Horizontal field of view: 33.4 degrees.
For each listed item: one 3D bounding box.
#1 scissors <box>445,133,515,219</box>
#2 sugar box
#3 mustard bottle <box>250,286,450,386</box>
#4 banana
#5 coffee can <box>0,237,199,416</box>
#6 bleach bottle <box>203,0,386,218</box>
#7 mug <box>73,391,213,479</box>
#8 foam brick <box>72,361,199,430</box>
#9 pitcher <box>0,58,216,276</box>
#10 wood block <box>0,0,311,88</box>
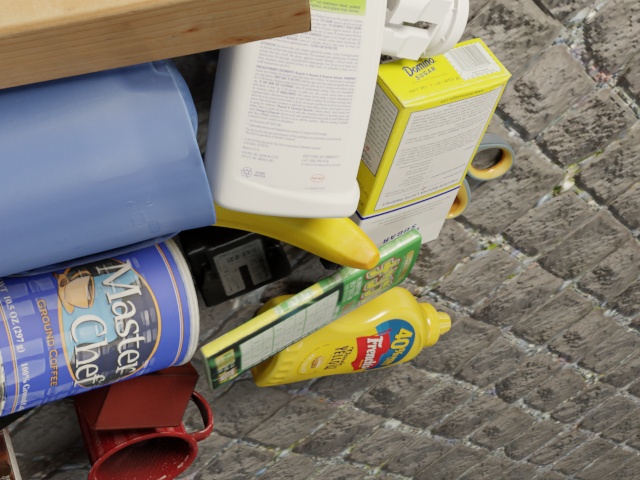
[{"bbox_3d":[0.097,-0.081,0.816,0.096,0.016,0.201,-28,145,0],"label":"scissors"},{"bbox_3d":[0.062,-0.057,0.759,0.093,0.048,0.176,-18,151,-28],"label":"sugar box"},{"bbox_3d":[0.034,0.081,0.949,0.191,0.058,0.096,-4,139,-30],"label":"mustard bottle"},{"bbox_3d":[-0.058,-0.015,0.730,0.198,0.069,0.037,4,147,-1],"label":"banana"},{"bbox_3d":[-0.168,0.053,0.725,0.140,0.103,0.103,-14,144,-32],"label":"coffee can"},{"bbox_3d":[-0.001,-0.135,0.611,0.102,0.068,0.251,3,123,-19],"label":"bleach bottle"},{"bbox_3d":[-0.149,0.153,0.903,0.117,0.081,0.093,-10,142,-23],"label":"mug"},{"bbox_3d":[-0.142,0.108,0.810,0.078,0.053,0.051,6,117,-40],"label":"foam brick"},{"bbox_3d":[-0.186,-0.033,0.603,0.242,0.145,0.149,-17,104,-7],"label":"pitcher"},{"bbox_3d":[-0.113,-0.131,0.489,0.206,0.091,0.090,-10,175,0],"label":"wood block"}]
